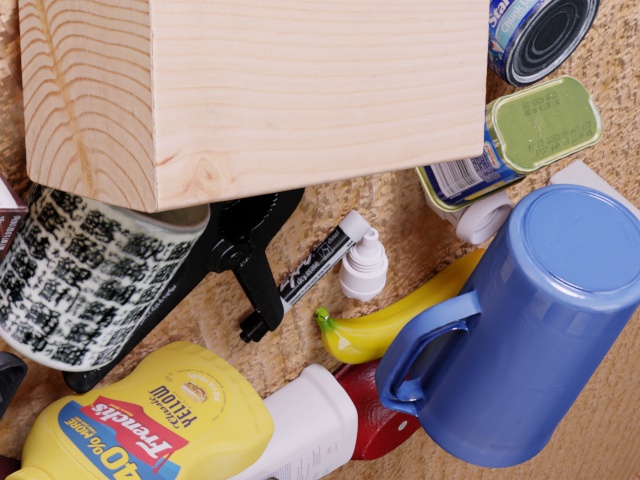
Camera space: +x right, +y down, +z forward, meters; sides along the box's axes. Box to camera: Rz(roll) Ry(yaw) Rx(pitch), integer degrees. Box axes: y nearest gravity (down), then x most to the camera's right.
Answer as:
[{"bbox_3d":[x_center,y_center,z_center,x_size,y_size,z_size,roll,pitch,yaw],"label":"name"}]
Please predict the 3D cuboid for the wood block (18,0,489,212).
[{"bbox_3d":[-0.020,-0.075,0.480,0.205,0.090,0.091,-13,109,-45],"label":"wood block"}]

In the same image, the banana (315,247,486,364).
[{"bbox_3d":[0.069,0.060,0.890,0.197,0.037,0.070,-20,148,-38],"label":"banana"}]

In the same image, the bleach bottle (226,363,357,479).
[{"bbox_3d":[-0.090,0.197,0.852,0.250,0.068,0.103,-27,146,-23],"label":"bleach bottle"}]

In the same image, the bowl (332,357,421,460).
[{"bbox_3d":[0.058,0.154,0.994,0.162,0.055,0.162,-33,152,-20],"label":"bowl"}]

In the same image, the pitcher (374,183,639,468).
[{"bbox_3d":[0.150,0.069,0.822,0.149,0.145,0.243,-46,164,-34],"label":"pitcher"}]

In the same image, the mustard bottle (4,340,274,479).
[{"bbox_3d":[-0.119,0.128,0.638,0.191,0.096,0.058,-24,149,-51],"label":"mustard bottle"}]

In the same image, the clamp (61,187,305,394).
[{"bbox_3d":[-0.054,0.001,0.636,0.164,0.036,0.210,-10,138,-47],"label":"clamp"}]

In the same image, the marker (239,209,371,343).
[{"bbox_3d":[-0.013,0.027,0.751,0.121,0.020,0.020,-46,153,6],"label":"marker"}]

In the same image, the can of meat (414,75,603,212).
[{"bbox_3d":[0.127,-0.066,0.722,0.101,0.057,0.084,-23,178,-33],"label":"can of meat"}]

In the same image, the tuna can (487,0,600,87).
[{"bbox_3d":[0.140,-0.142,0.693,0.086,0.034,0.086,-32,152,-20],"label":"tuna can"}]
